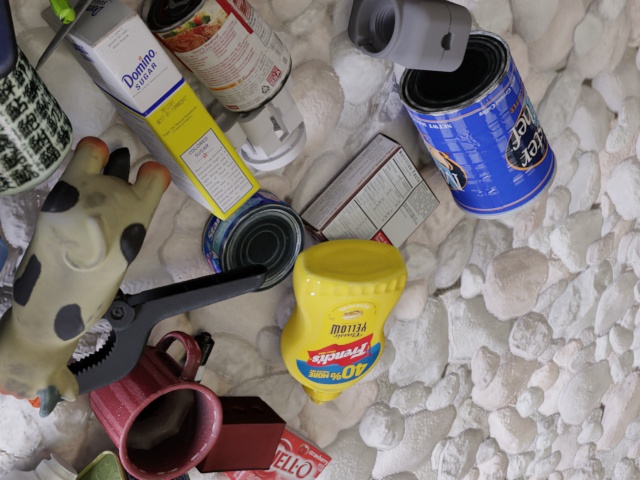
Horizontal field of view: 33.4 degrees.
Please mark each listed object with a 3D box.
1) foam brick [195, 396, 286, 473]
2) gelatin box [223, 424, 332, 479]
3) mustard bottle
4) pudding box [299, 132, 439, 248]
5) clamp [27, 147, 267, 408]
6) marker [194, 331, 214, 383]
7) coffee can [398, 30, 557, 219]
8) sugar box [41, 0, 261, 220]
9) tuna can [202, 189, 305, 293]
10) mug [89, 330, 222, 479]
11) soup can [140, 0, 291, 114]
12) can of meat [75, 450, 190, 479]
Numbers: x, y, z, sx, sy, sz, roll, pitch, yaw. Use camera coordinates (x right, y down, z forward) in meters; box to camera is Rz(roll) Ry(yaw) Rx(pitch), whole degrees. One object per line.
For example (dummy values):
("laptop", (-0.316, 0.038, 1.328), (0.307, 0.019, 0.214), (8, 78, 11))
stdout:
("foam brick", (-0.082, 0.176, 0.975), (0.078, 0.053, 0.051), (6, 109, -40))
("gelatin box", (-0.041, 0.220, 1.044), (0.073, 0.030, 0.089), (-51, 133, -3))
("mustard bottle", (0.013, 0.085, 0.973), (0.096, 0.058, 0.192), (-4, 135, -17))
("pudding box", (0.046, -0.028, 0.971), (0.113, 0.039, 0.090), (-47, 132, -9))
("clamp", (-0.153, 0.053, 0.849), (0.164, 0.036, 0.210), (34, 93, -23))
("marker", (-0.119, 0.137, 0.949), (0.020, 0.020, 0.121), (8, 108, -39))
("coffee can", (0.143, -0.102, 0.959), (0.102, 0.103, 0.140), (-43, 131, -10))
("sugar box", (-0.119, -0.099, 0.772), (0.048, 0.093, 0.176), (-42, 132, -12))
("tuna can", (-0.056, 0.001, 0.913), (0.086, 0.034, 0.086), (-17, 123, -29))
("mug", (-0.136, 0.129, 0.890), (0.093, 0.082, 0.117), (15, 104, -41))
("soup can", (-0.075, -0.150, 0.794), (0.068, 0.069, 0.102), (-50, 133, -4))
("can of meat", (-0.171, 0.231, 0.921), (0.102, 0.057, 0.083), (-43, 140, 23))
